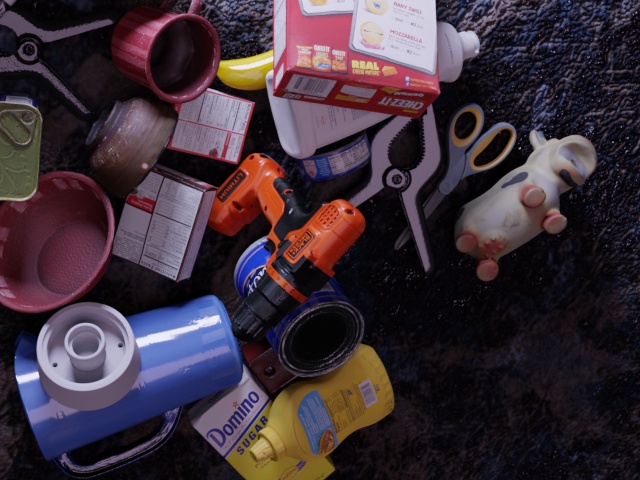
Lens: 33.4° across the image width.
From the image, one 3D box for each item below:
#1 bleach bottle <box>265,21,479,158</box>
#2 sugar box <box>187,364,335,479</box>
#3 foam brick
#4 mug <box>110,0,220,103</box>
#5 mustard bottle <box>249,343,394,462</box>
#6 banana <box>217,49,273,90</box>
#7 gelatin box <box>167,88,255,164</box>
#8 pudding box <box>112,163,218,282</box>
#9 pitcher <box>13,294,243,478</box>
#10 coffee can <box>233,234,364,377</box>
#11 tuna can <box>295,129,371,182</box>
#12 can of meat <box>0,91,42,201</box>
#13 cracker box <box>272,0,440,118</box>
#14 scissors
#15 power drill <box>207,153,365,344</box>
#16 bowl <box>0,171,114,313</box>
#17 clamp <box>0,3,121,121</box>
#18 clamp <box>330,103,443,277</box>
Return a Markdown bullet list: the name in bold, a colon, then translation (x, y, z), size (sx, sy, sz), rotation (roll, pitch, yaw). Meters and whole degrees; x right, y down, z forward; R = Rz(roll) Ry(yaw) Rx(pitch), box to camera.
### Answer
- **bleach bottle**: translation (0.068, -0.177, 1.183), size (0.250, 0.068, 0.102), rotation (-21, 110, -21)
- **sugar box**: translation (-0.072, 0.246, 1.310), size (0.093, 0.048, 0.176), rotation (-41, 114, 0)
- **foam brick**: translation (-0.047, 0.135, 1.277), size (0.078, 0.051, 0.053), rotation (-36, 112, -1)
- **mug**: translation (-0.160, -0.208, 1.108), size (0.093, 0.082, 0.117), rotation (15, 100, -47)
- **mustard bottle**: translation (-0.003, 0.208, 1.274), size (0.191, 0.058, 0.096), rotation (-30, 112, -27)
- **banana**: translation (-0.035, -0.217, 1.174), size (0.197, 0.037, 0.069), rotation (-29, 114, -4)
- **gelatin box**: translation (-0.124, -0.131, 1.183), size (0.089, 0.030, 0.073), rotation (12, 103, -18)
- **pudding box**: translation (-0.174, -0.021, 1.181), size (0.090, 0.039, 0.113), rotation (22, 105, 13)
- **pitcher**: translation (-0.213, 0.156, 1.204), size (0.242, 0.145, 0.149), rotation (-17, 151, -12)
- **coffee can**: translation (-0.026, 0.070, 1.200), size (0.102, 0.140, 0.103), rotation (-14, 128, -19)
- **tuna can**: translation (0.014, -0.099, 1.198), size (0.086, 0.086, 0.034), rotation (-22, 113, -7)
- **can of meat**: translation (-0.321, -0.101, 1.113), size (0.057, 0.084, 0.102), rotation (3, 107, -15)
- **cracker box**: translation (0.034, -0.243, 1.111), size (0.164, 0.072, 0.213), rotation (6, 69, -17)
- **scissors**: translation (0.144, -0.084, 1.274), size (0.202, 0.016, 0.096), rotation (-38, 111, 0)
- **power drill**: translation (-0.058, 0.001, 1.157), size (0.184, 0.188, 0.057), rotation (-46, 136, 2)
- **bowl**: translation (-0.281, 0.009, 1.145), size (0.162, 0.162, 0.055), rotation (-40, 150, 1)
- **clamp**: translation (-0.293, -0.208, 1.110), size (0.171, 0.039, 0.120), rotation (22, 95, -19)
- **clamp**: translation (0.076, -0.071, 1.248), size (0.164, 0.036, 0.210), rotation (11, 101, -8)
